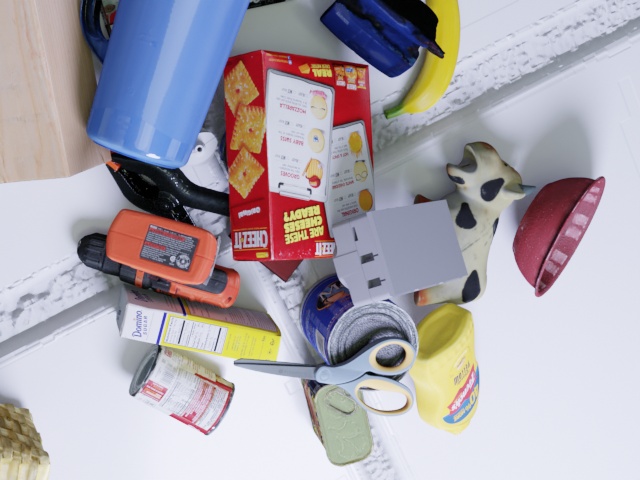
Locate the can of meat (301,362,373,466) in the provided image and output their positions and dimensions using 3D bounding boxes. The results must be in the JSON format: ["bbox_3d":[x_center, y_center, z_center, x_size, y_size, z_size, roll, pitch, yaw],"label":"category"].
[{"bbox_3d":[0.018,0.201,1.253,0.057,0.084,0.102,-15,104,-10],"label":"can of meat"}]

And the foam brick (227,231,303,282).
[{"bbox_3d":[-0.058,0.001,1.212,0.078,0.053,0.051,39,90,-17],"label":"foam brick"}]

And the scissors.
[{"bbox_3d":[0.017,0.125,1.126,0.201,0.016,0.096,25,93,-17],"label":"scissors"}]

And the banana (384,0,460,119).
[{"bbox_3d":[0.127,-0.229,1.220,0.069,0.037,0.198,9,98,-15],"label":"banana"}]

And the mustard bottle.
[{"bbox_3d":[0.151,0.169,1.267,0.096,0.058,0.191,-47,142,-30],"label":"mustard bottle"}]

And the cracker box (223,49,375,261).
[{"bbox_3d":[-0.021,-0.087,1.143,0.163,0.072,0.214,-2,90,-45],"label":"cracker box"}]

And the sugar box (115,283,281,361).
[{"bbox_3d":[-0.137,0.095,1.191,0.176,0.093,0.048,11,98,-15],"label":"sugar box"}]

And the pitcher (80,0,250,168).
[{"bbox_3d":[-0.160,-0.205,1.075,0.144,0.149,0.243,15,98,-35],"label":"pitcher"}]

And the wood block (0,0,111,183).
[{"bbox_3d":[-0.291,-0.171,1.089,0.090,0.090,0.206,-4,104,19],"label":"wood block"}]

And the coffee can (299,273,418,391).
[{"bbox_3d":[0.041,0.101,1.210,0.102,0.140,0.103,-3,101,-13],"label":"coffee can"}]

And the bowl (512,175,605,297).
[{"bbox_3d":[0.273,-0.015,1.259,0.055,0.162,0.162,30,93,20],"label":"bowl"}]

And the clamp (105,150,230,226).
[{"bbox_3d":[-0.163,-0.040,1.174,0.171,0.039,0.120,32,128,-2],"label":"clamp"}]

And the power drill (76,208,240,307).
[{"bbox_3d":[-0.174,0.017,1.110,0.184,0.188,0.057,14,80,-1],"label":"power drill"}]

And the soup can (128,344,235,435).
[{"bbox_3d":[-0.157,0.169,1.213,0.102,0.068,0.068,31,92,-17],"label":"soup can"}]
